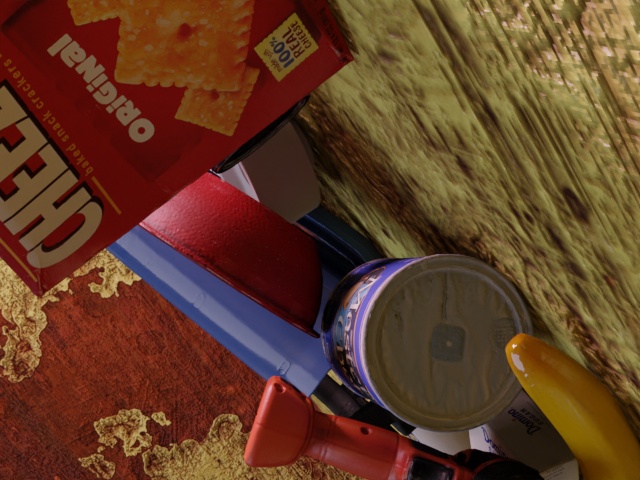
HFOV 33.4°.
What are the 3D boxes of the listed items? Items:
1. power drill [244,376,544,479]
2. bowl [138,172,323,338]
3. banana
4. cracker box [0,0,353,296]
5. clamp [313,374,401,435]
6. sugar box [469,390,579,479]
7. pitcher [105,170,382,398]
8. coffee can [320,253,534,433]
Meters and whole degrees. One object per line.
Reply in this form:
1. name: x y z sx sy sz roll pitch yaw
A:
1. power drill: 0.048 0.140 0.660 0.187 0.057 0.184 20 172 -2
2. bowl: -0.055 0.001 0.723 0.162 0.055 0.162 33 177 2
3. banana: 0.154 0.122 0.620 0.070 0.037 0.197 6 143 26
4. cracker box: -0.106 -0.098 0.529 0.072 0.213 0.164 42 167 46
5. clamp: 0.032 0.174 1.085 0.164 0.036 0.210 39 -178 -41
6. sugar box: 0.154 0.195 0.792 0.093 0.048 0.176 -128 23 -50
7. pitcher: -0.067 0.019 0.926 0.243 0.149 0.145 36 177 3
8. coffee can: 0.062 0.061 0.677 0.103 0.102 0.140 52 171 -5
